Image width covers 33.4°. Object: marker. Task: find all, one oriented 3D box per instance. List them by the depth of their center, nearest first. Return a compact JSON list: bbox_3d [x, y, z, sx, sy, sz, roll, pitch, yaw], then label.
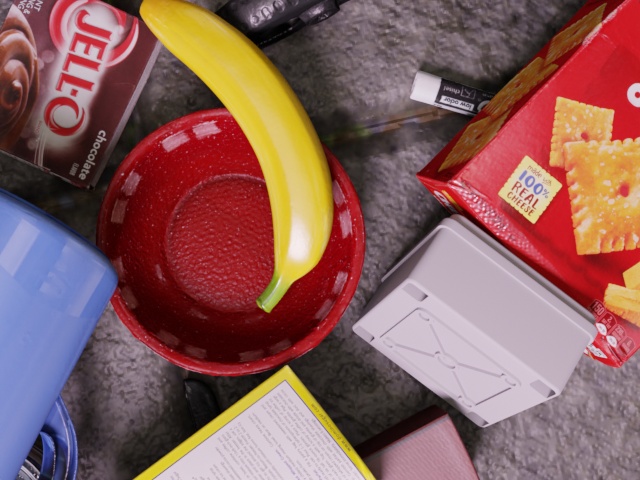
[{"bbox_3d":[0.118,-0.084,0.688,0.121,0.020,0.020,17,88,-2],"label":"marker"}]

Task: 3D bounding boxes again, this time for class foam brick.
[{"bbox_3d":[0.054,0.144,0.664,0.078,0.053,0.051,-28,90,-2],"label":"foam brick"}]

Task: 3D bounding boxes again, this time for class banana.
[{"bbox_3d":[-0.039,-0.061,0.617,0.069,0.037,0.198,-22,89,-5],"label":"banana"}]

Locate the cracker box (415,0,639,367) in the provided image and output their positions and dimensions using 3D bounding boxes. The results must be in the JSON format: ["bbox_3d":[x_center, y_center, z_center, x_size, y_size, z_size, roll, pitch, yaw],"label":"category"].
[{"bbox_3d":[0.192,-0.054,0.648,0.213,0.072,0.164,-45,105,-2],"label":"cracker box"}]

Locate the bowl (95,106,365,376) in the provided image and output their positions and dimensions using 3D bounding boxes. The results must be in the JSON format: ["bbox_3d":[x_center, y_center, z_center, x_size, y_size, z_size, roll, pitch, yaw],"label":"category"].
[{"bbox_3d":[-0.054,0.001,0.662,0.162,0.055,0.162,0,89,-2],"label":"bowl"}]

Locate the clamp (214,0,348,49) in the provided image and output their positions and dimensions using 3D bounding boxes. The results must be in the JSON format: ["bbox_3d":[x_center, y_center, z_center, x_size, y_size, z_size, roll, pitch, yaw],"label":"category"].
[{"bbox_3d":[-0.002,-0.155,0.639,0.171,0.120,0.039,-29,84,1],"label":"clamp"}]

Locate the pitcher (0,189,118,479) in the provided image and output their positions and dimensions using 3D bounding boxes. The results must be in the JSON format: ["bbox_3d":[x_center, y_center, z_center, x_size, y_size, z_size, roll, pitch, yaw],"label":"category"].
[{"bbox_3d":[-0.205,0.098,0.574,0.145,0.149,0.242,27,76,9],"label":"pitcher"}]

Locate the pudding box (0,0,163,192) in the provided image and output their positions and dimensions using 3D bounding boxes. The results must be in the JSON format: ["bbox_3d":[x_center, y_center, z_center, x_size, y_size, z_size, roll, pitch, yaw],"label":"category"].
[{"bbox_3d":[-0.161,-0.099,0.668,0.090,0.039,0.113,24,88,-2],"label":"pudding box"}]

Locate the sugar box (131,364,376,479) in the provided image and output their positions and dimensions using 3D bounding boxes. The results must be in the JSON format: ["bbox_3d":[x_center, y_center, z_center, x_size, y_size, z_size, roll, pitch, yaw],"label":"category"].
[{"bbox_3d":[-0.060,0.161,0.604,0.176,0.048,0.093,-36,68,-12],"label":"sugar box"}]
